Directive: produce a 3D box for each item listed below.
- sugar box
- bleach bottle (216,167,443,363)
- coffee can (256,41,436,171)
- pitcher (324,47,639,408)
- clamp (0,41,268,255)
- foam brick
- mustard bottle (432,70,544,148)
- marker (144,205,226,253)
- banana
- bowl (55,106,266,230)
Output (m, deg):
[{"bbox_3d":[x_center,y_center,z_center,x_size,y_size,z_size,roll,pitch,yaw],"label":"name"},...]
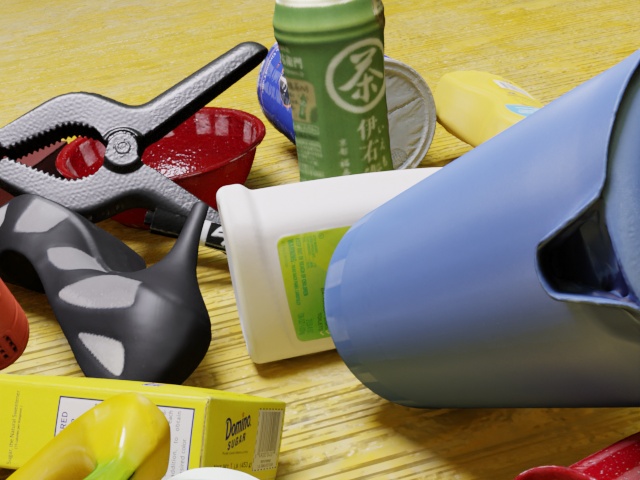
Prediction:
[{"bbox_3d":[-0.114,0.085,0.498,0.176,0.048,0.093,5,-9,19],"label":"sugar box"},{"bbox_3d":[0.073,-0.003,0.610,0.250,0.102,0.068,-12,24,-7],"label":"bleach bottle"},{"bbox_3d":[0.017,-0.110,0.854,0.102,0.103,0.140,-15,26,-15],"label":"coffee can"},{"bbox_3d":[0.108,0.009,0.456,0.243,0.149,0.145,-24,38,62],"label":"pitcher"},{"bbox_3d":[-0.128,-0.067,0.729,0.210,0.164,0.036,4,-18,-3],"label":"clamp"},{"bbox_3d":[-0.233,-0.042,0.841,0.051,0.053,0.078,1,27,18],"label":"foam brick"},{"bbox_3d":[0.156,-0.069,0.767,0.096,0.058,0.192,17,16,-24],"label":"mustard bottle"},{"bbox_3d":[-0.055,0.001,0.689,0.121,0.020,0.020,15,27,0],"label":"marker"},{"bbox_3d":[-0.103,0.098,0.402,0.069,0.037,0.198,-27,-10,-43],"label":"banana"},{"bbox_3d":[-0.118,-0.052,0.825,0.162,0.055,0.162,-6,25,3],"label":"bowl"}]
